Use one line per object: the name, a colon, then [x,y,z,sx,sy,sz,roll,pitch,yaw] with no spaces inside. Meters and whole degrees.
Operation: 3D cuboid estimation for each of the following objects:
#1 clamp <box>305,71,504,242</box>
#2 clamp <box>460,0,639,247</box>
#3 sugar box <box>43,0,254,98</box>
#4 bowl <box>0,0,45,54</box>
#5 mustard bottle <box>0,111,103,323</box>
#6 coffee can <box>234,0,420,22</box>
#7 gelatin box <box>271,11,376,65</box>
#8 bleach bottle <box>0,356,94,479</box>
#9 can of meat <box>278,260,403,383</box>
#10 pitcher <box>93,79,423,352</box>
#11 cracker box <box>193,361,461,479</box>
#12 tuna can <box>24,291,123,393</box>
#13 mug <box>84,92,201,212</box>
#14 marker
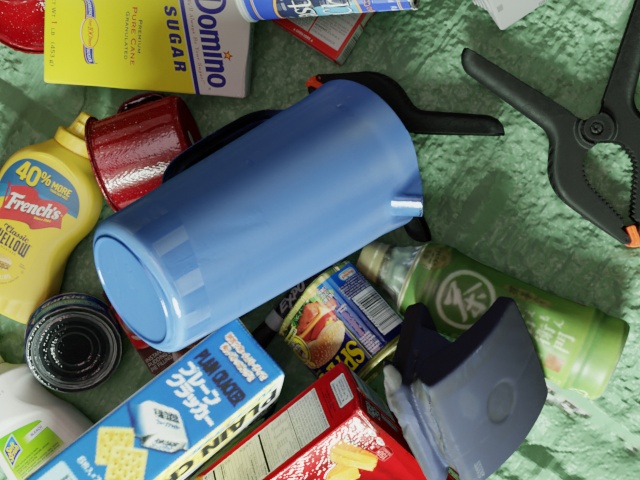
clamp: [0.067,-0.096,0.903,0.171,0.039,0.120,45,97,10]
clamp: [0.230,-0.099,0.868,0.165,0.036,0.210,-27,86,11]
sugar box: [-0.147,-0.176,0.923,0.176,0.048,0.093,4,103,3]
bowl: [-0.263,-0.254,0.969,0.162,0.055,0.162,0,89,12]
mustard bottle: [-0.251,-0.028,0.961,0.096,0.058,0.192,30,95,9]
coffee can: [0.005,-0.232,0.854,0.140,0.102,0.103,-1,89,13]
gelatin box: [0.011,-0.208,0.922,0.073,0.030,0.089,35,95,12]
bleach bottle: [-0.227,0.195,0.951,0.102,0.068,0.251,-41,79,6]
can of meat: [0.019,0.076,0.883,0.084,0.057,0.102,48,140,11]
pitcher: [-0.055,-0.023,0.822,0.242,0.149,0.145,-32,94,-31]
cracker box: [-0.007,0.224,0.857,0.214,0.072,0.164,-40,120,8]
tuna can: [-0.218,0.091,0.944,0.086,0.034,0.086,-4,108,-13]
mug: [-0.149,-0.085,0.932,0.081,0.093,0.117,-18,49,6]
marker: [-0.022,0.051,0.930,0.020,0.020,0.121,42,97,10]
